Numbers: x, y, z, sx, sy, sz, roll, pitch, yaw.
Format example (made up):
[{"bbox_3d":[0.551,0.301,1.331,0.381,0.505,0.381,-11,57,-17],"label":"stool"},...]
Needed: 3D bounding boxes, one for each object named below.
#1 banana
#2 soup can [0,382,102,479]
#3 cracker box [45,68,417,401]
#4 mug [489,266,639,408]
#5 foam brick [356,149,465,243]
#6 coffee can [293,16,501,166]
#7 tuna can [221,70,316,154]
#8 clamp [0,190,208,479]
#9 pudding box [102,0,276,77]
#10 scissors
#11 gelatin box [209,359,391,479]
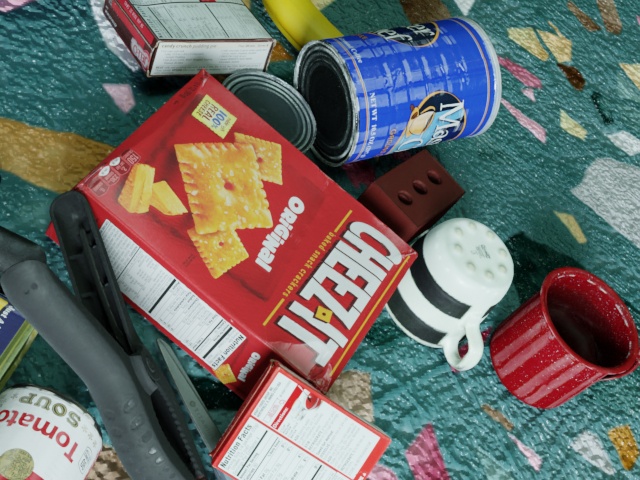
[{"bbox_3d":[0.001,-0.187,0.952,0.069,0.037,0.198,-30,77,-43],"label":"banana"},{"bbox_3d":[-0.169,0.137,0.578,0.068,0.069,0.102,32,45,-9],"label":"soup can"},{"bbox_3d":[-0.055,0.001,0.751,0.213,0.072,0.164,40,46,-2],"label":"cracker box"},{"bbox_3d":[0.198,0.084,0.846,0.117,0.082,0.093,18,50,-21],"label":"mug"},{"bbox_3d":[0.068,-0.029,0.867,0.053,0.051,0.078,48,46,7],"label":"foam brick"},{"bbox_3d":[0.063,-0.124,0.880,0.140,0.103,0.103,-14,66,-26],"label":"coffee can"},{"bbox_3d":[-0.048,-0.092,0.851,0.086,0.034,0.086,17,50,-22],"label":"tuna can"},{"bbox_3d":[-0.117,0.077,0.611,0.164,0.036,0.210,-94,160,-80],"label":"clamp"},{"bbox_3d":[-0.106,-0.171,0.857,0.113,0.039,0.090,-9,49,-35],"label":"pudding box"},{"bbox_3d":[-0.040,0.150,0.689,0.096,0.016,0.202,1,58,-35],"label":"scissors"},{"bbox_3d":[-0.013,0.128,0.663,0.089,0.030,0.073,34,87,-8],"label":"gelatin box"}]
